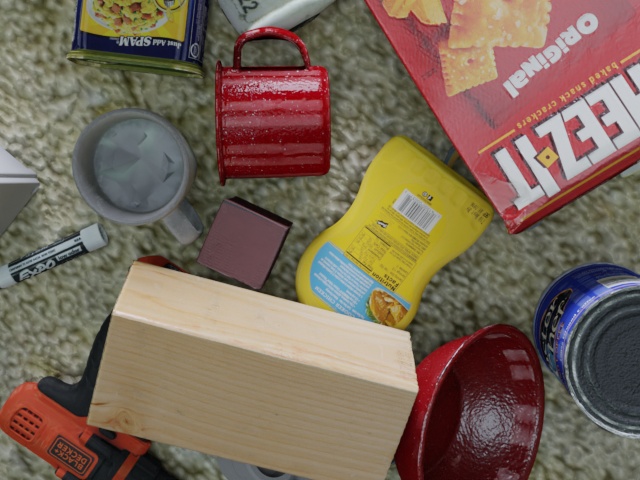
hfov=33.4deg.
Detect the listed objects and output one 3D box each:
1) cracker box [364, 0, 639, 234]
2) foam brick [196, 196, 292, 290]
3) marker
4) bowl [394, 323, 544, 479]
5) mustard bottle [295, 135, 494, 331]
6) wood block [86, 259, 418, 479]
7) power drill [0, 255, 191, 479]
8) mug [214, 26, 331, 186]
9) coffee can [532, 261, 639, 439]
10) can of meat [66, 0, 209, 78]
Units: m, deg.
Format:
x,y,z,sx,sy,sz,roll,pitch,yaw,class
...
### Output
x,y,z,sx,sy,sz,roll,pitch,yaw,class
0.145,-0.134,0.732,0.164,0.072,0.214,-33,84,14,cracker box
-0.055,0.001,0.802,0.053,0.078,0.051,25,94,1,foam brick
-0.226,0.018,0.843,0.121,0.020,0.020,-24,93,5,marker
0.101,0.137,0.789,0.055,0.161,0.162,10,97,41,bowl
0.037,0.022,0.802,0.096,0.058,0.192,37,103,1,mustard bottle
-0.046,0.094,0.745,0.206,0.090,0.091,15,112,-6,wood block
-0.131,0.121,0.827,0.184,0.057,0.188,34,95,-4,power drill
-0.034,-0.098,0.784,0.081,0.093,0.117,-2,110,-1,mug
0.213,0.073,0.761,0.103,0.140,0.103,0,95,3,coffee can
-0.134,-0.170,0.803,0.102,0.057,0.084,7,93,2,can of meat
